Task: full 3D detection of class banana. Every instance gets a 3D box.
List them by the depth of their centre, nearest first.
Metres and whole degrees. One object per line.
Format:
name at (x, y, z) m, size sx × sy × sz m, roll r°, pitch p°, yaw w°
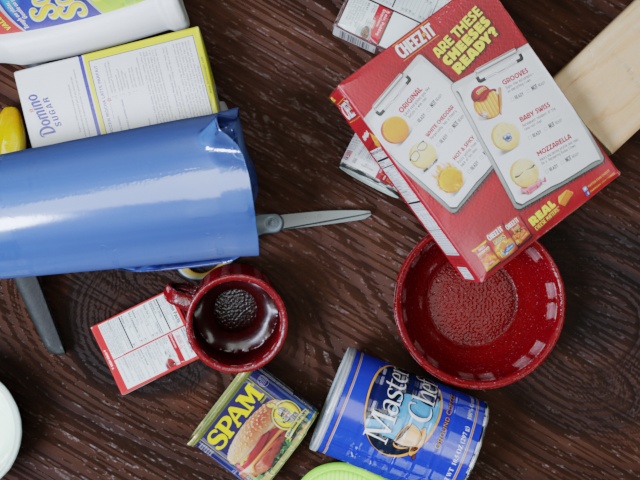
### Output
banana at (-0.335, -0.035, 1.036) m, size 0.069 × 0.037 × 0.198 m, roll 37°, pitch 89°, yaw -1°

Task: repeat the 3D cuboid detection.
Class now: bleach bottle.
bleach bottle at (-0.257, -0.208, 1.000) m, size 0.251 × 0.068 × 0.102 m, roll -19°, pitch 77°, yaw 1°

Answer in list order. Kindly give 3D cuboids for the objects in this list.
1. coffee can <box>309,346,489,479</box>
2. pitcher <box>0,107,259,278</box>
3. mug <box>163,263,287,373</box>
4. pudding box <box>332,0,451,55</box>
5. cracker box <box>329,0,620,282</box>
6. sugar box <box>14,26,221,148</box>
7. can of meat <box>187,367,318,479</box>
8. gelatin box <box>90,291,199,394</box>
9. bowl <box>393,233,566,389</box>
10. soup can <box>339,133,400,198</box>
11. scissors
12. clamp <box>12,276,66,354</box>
coffee can at (0.073, 0.172, 0.996) m, size 0.140 × 0.103 × 0.103 m, roll 22°, pitch 89°, yaw 1°
pitcher at (-0.175, -0.029, 0.949) m, size 0.242 × 0.145 × 0.149 m, roll -8°, pitch 101°, yaw -3°
mug at (-0.091, 0.065, 1.001) m, size 0.117 × 0.081 × 0.093 m, roll 17°, pitch 99°, yaw -8°
pudding box at (0.080, -0.221, 1.036) m, size 0.113 × 0.039 × 0.090 m, roll 25°, pitch 89°, yaw -1°
cracker box at (0.136, -0.094, 0.954) m, size 0.164 × 0.072 × 0.213 m, roll -37°, pitch 94°, yaw -8°
sugar box at (-0.186, -0.131, 0.996) m, size 0.176 × 0.048 × 0.093 m, roll -14°, pitch 88°, yaw 1°
can of meat at (-0.063, 0.177, 1.021) m, size 0.084 × 0.057 × 0.102 m, roll 38°, pitch 90°, yaw -2°
gelatin box at (-0.166, 0.097, 1.036) m, size 0.089 × 0.030 × 0.073 m, roll -26°, pitch 88°, yaw 0°
bowl at (0.149, 0.059, 1.021) m, size 0.162 × 0.055 × 0.162 m, roll 0°, pitch 89°, yaw 0°
soup can at (0.070, -0.100, 1.019) m, size 0.068 × 0.068 × 0.102 m, roll 28°, pitch 90°, yaw 1°
scissors at (-0.057, 0.001, 1.044) m, size 0.202 × 0.016 × 0.096 m, roll 10°, pitch 91°, yaw 1°
clamp at (-0.286, 0.004, 1.012) m, size 0.209 × 0.036 × 0.164 m, roll 27°, pitch 91°, yaw -18°
